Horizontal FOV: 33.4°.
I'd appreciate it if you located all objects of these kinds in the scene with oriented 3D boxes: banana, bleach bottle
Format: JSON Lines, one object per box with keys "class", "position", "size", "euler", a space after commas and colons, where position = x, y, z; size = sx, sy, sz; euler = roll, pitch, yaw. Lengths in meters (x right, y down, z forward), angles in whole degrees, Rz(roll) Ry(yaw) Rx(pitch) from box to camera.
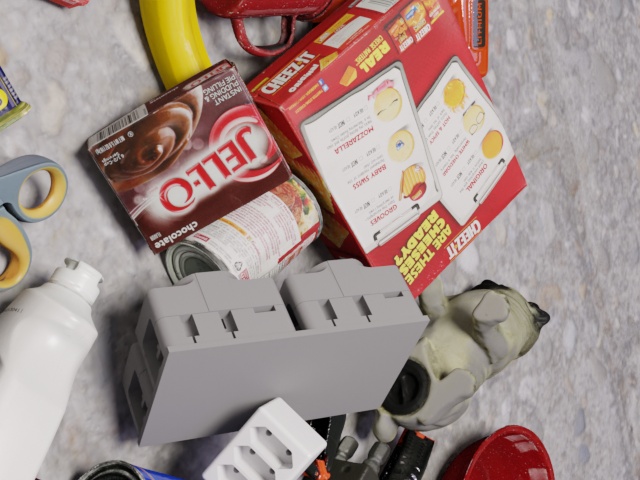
{"class": "banana", "position": [-0.088, -0.131, 0.744], "size": [0.037, 0.070, 0.198], "euler": [-36, 126, -40]}
{"class": "bleach bottle", "position": [-0.194, 0.120, 0.610], "size": [0.068, 0.103, 0.250], "euler": [43, 61, -32]}

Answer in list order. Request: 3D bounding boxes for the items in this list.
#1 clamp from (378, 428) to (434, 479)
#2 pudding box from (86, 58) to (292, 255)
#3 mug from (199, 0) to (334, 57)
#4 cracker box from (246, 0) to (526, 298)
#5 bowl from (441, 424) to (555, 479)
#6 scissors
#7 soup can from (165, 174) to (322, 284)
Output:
{"class": "clamp", "position": [0.047, 0.227, 0.855], "size": [0.036, 0.165, 0.209], "euler": [30, 52, 4]}
{"class": "pudding box", "position": [-0.088, -0.057, 0.726], "size": [0.113, 0.039, 0.090], "euler": [-29, 115, 0]}
{"class": "mug", "position": [-0.043, -0.193, 0.781], "size": [0.081, 0.093, 0.117], "euler": [-14, 113, -40]}
{"class": "cracker box", "position": [0.054, -0.076, 0.833], "size": [0.164, 0.072, 0.213], "euler": [-43, 127, -17]}
{"class": "bowl", "position": [0.157, 0.252, 1.005], "size": [0.161, 0.055, 0.162], "euler": [0, 90, -46]}
{"class": "scissors", "position": [-0.190, -0.043, 0.600], "size": [0.096, 0.016, 0.202], "euler": [-55, 160, -29]}
{"class": "soup can", "position": [-0.055, 0.001, 0.779], "size": [0.102, 0.069, 0.068], "euler": [-43, 119, -37]}
